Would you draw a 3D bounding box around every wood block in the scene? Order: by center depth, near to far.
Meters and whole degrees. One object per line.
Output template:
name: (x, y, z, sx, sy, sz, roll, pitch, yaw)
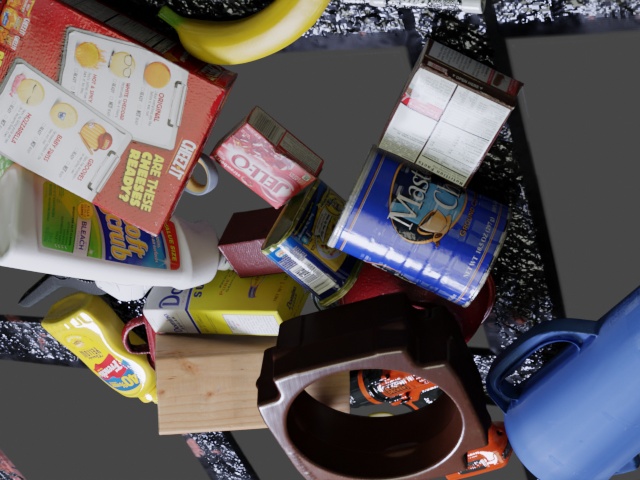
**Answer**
wood block: (-0.075, 0.150, 1.171, 0.206, 0.091, 0.090, -3, 103, -7)

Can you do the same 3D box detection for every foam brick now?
foam brick: (-0.057, 0.001, 1.111, 0.078, 0.053, 0.051, -7, 131, 34)

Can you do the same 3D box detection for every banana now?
banana: (-0.054, -0.189, 0.911, 0.198, 0.037, 0.069, -10, 131, 35)

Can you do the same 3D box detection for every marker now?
marker: (0.071, -0.194, 0.854, 0.121, 0.020, 0.020, 8, 138, 20)

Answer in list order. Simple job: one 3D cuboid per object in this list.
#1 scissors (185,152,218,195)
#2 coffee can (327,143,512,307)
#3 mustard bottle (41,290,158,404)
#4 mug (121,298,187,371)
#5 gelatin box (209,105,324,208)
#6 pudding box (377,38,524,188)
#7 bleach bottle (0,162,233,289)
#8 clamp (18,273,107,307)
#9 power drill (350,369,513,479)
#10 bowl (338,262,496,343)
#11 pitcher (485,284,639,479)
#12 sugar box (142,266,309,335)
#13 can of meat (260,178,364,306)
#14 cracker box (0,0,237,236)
scissors: (-0.148, -0.050, 1.106, 0.096, 0.016, 0.202, 44, 145, 21)
coffee can: (0.090, -0.013, 0.979, 0.140, 0.102, 0.103, 25, 141, 0)
mustard bottle: (-0.263, 0.147, 1.374, 0.096, 0.058, 0.191, -18, 125, 37)
mug: (-0.174, 0.104, 1.249, 0.117, 0.093, 0.081, -8, 133, -6)
gelatin box: (-0.052, -0.079, 1.037, 0.089, 0.030, 0.073, 39, 140, -15)
pudding box: (0.109, -0.107, 0.918, 0.090, 0.039, 0.114, 25, 142, -1)
bleach bottle: (-0.197, -0.007, 1.081, 0.250, 0.102, 0.068, 9, 165, -33)
clamp: (-0.314, 0.019, 1.274, 0.210, 0.036, 0.164, -2, 134, 26)
power drill: (0.119, 0.201, 1.236, 0.187, 0.057, 0.185, 42, 137, -20)
bowl: (0.097, 0.074, 1.075, 0.162, 0.055, 0.162, 2, 132, 2)
pitcher: (0.281, 0.130, 1.025, 0.149, 0.145, 0.243, -7, 148, -30)
sugar box: (-0.100, 0.056, 1.161, 0.176, 0.093, 0.048, 0, 134, 27)
can of meat: (0.000, -0.001, 1.042, 0.084, 0.102, 0.058, 40, 138, -15)
cracker box: (-0.207, -0.128, 0.990, 0.213, 0.072, 0.164, 27, 114, -3)
